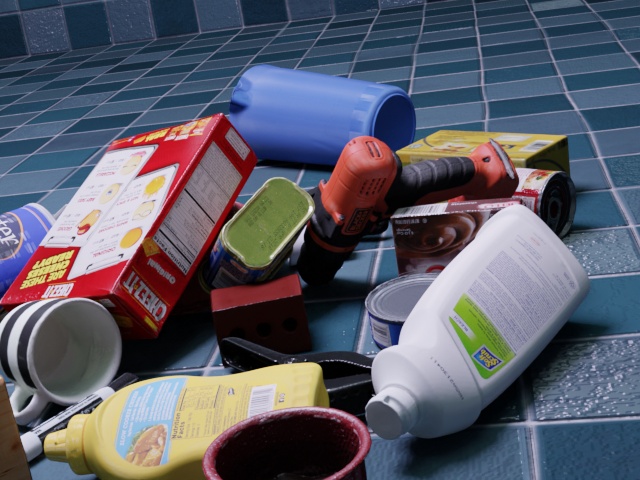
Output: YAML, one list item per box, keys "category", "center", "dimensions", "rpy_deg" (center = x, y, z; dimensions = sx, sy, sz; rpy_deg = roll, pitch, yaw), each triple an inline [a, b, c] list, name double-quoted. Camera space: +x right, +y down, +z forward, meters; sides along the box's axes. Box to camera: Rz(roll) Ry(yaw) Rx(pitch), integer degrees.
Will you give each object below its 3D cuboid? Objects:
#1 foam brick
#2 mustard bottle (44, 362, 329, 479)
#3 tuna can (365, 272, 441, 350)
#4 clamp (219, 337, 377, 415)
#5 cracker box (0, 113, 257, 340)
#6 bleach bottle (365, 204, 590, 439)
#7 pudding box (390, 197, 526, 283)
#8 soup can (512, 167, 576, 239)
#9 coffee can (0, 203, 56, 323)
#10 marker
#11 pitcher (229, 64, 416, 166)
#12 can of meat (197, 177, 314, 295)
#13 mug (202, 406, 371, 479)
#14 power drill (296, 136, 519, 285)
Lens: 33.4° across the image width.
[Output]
- category: "foam brick"
  center: [-0.050, 0.066, 0.897]
  dimensions: [0.078, 0.053, 0.051]
  rpy_deg: [-11, 19, -4]
- category: "mustard bottle"
  center: [-0.092, 0.131, 0.714]
  dimensions: [0.192, 0.058, 0.096]
  rpy_deg: [-6, 38, 9]
- category: "tuna can"
  center: [0.082, 0.060, 0.877]
  dimensions: [0.086, 0.034, 0.086]
  rpy_deg: [-9, 22, 4]
- category: "clamp"
  center: [-0.023, 0.103, 0.803]
  dimensions: [0.171, 0.039, 0.120]
  rpy_deg: [-1, 25, 11]
- category: "cracker box"
  center: [-0.170, -0.009, 0.975]
  dimensions: [0.164, 0.072, 0.213]
  rpy_deg: [-7, 44, 41]
- category: "bleach bottle"
  center: [0.105, 0.063, 0.773]
  dimensions: [0.250, 0.102, 0.068]
  rpy_deg: [-33, -12, -48]
- category: "pudding box"
  center: [0.122, 0.013, 0.917]
  dimensions: [0.114, 0.090, 0.039]
  rpy_deg: [-3, 18, 18]
- category: "soup can"
  center: [0.194, -0.039, 1.067]
  dimensions: [0.102, 0.068, 0.068]
  rpy_deg: [9, 25, 43]
- category: "coffee can"
  center: [-0.326, 0.033, 1.039]
  dimensions: [0.140, 0.103, 0.103]
  rpy_deg: [-24, 24, -36]
- category: "marker"
  center: [-0.184, 0.133, 0.815]
  dimensions: [0.020, 0.020, 0.120]
  rpy_deg: [6, 24, 36]
- category: "pitcher"
  center: [0.010, -0.159, 1.432]
  dimensions: [0.243, 0.145, 0.149]
  rpy_deg: [13, 40, 40]
- category: "can of meat"
  center: [-0.056, 0.001, 0.954]
  dimensions: [0.102, 0.057, 0.084]
  rpy_deg: [-50, -3, -32]
- category: "mug"
  center: [-0.010, 0.146, 0.604]
  dimensions: [0.093, 0.081, 0.117]
  rpy_deg: [-4, 20, 14]
- category: "power drill"
  center: [0.078, -0.027, 0.993]
  dimensions: [0.187, 0.185, 0.057]
  rpy_deg: [-8, 57, -27]
